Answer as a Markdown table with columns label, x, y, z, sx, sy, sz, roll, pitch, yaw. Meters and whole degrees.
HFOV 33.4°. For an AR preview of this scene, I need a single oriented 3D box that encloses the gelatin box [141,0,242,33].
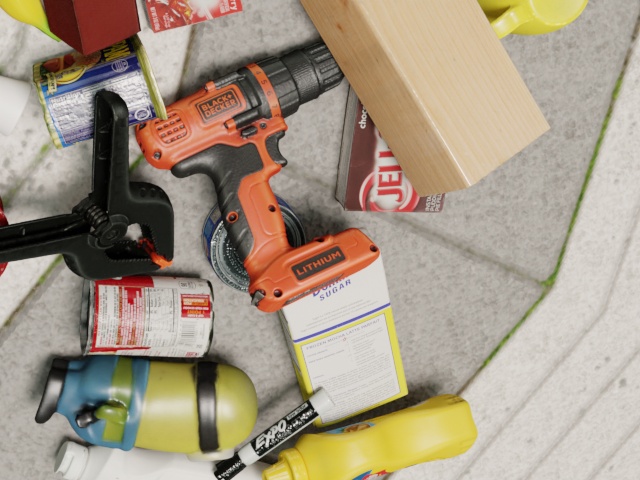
| label | x | y | z | sx | sy | sz | roll | pitch | yaw |
| --- | --- | --- | --- | --- | --- | --- | --- | --- | --- |
| gelatin box | -0.106 | -0.211 | 0.817 | 0.073 | 0.030 | 0.089 | -17 | 113 | -10 |

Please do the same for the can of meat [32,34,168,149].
| label | x | y | z | sx | sy | sz | roll | pitch | yaw |
| --- | --- | --- | --- | --- | --- | --- | --- | --- | --- |
| can of meat | -0.166 | -0.113 | 0.797 | 0.084 | 0.102 | 0.057 | -19 | 114 | -7 |

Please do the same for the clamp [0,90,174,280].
| label | x | y | z | sx | sy | sz | roll | pitch | yaw |
| --- | --- | --- | --- | --- | --- | --- | --- | --- | --- |
| clamp | -0.161 | -0.024 | 0.798 | 0.165 | 0.036 | 0.209 | -45 | 154 | 10 |

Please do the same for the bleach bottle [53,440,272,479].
| label | x | y | z | sx | sy | sz | roll | pitch | yaw |
| --- | --- | --- | --- | --- | --- | --- | --- | --- | --- |
| bleach bottle | -0.112 | 0.226 | 0.957 | 0.250 | 0.068 | 0.102 | 24 | 98 | -20 |

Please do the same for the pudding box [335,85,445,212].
| label | x | y | z | sx | sy | sz | roll | pitch | yaw |
| --- | --- | --- | --- | --- | --- | --- | --- | --- | --- |
| pudding box | 0.065 | -0.080 | 0.910 | 0.090 | 0.039 | 0.113 | 0 | 109 | -17 |

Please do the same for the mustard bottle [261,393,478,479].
| label | x | y | z | sx | sy | sz | roll | pitch | yaw |
| --- | --- | --- | --- | --- | --- | --- | --- | --- | --- |
| mustard bottle | 0.039 | 0.188 | 0.956 | 0.191 | 0.096 | 0.058 | -12 | 80 | -22 |

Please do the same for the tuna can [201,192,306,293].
| label | x | y | z | sx | sy | sz | roll | pitch | yaw |
| --- | --- | --- | --- | --- | --- | --- | --- | --- | --- |
| tuna can | -0.056 | 0.001 | 0.907 | 0.086 | 0.034 | 0.086 | -5 | 111 | -15 |

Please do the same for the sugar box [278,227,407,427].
| label | x | y | z | sx | sy | sz | roll | pitch | yaw |
| --- | --- | --- | --- | --- | --- | --- | --- | --- | --- |
| sugar box | 0.016 | 0.078 | 0.930 | 0.093 | 0.048 | 0.176 | -20 | 126 | -10 |

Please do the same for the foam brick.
| label | x | y | z | sx | sy | sz | roll | pitch | yaw |
| --- | --- | --- | --- | --- | --- | --- | --- | --- | --- |
| foam brick | -0.168 | -0.183 | 0.769 | 0.051 | 0.053 | 0.078 | -31 | 141 | -28 |

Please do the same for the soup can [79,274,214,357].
| label | x | y | z | sx | sy | sz | roll | pitch | yaw |
| --- | --- | --- | --- | --- | --- | --- | --- | --- | --- |
| soup can | -0.144 | 0.062 | 0.884 | 0.102 | 0.068 | 0.068 | 3 | 108 | -18 |

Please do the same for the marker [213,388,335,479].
| label | x | y | z | sx | sy | sz | roll | pitch | yaw |
| --- | --- | --- | --- | --- | --- | --- | --- | --- | --- |
| marker | -0.041 | 0.170 | 0.924 | 0.121 | 0.020 | 0.020 | -35 | 115 | 1 |

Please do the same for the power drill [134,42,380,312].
| label | x | y | z | sx | sy | sz | roll | pitch | yaw |
| --- | --- | --- | --- | --- | --- | --- | --- | --- | --- |
| power drill | -0.029 | -0.052 | 0.843 | 0.184 | 0.057 | 0.188 | -26 | 81 | -12 |

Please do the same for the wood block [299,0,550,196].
| label | x | y | z | sx | sy | sz | roll | pitch | yaw |
| --- | --- | --- | --- | --- | --- | --- | --- | --- | --- |
| wood block | 0.074 | -0.146 | 0.825 | 0.090 | 0.090 | 0.206 | -36 | 100 | -18 |
